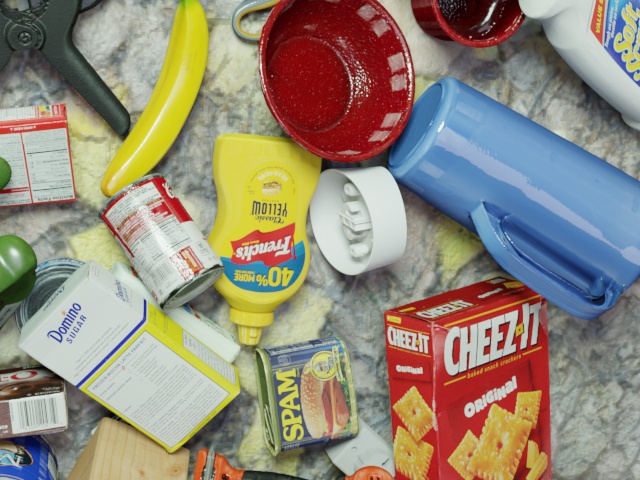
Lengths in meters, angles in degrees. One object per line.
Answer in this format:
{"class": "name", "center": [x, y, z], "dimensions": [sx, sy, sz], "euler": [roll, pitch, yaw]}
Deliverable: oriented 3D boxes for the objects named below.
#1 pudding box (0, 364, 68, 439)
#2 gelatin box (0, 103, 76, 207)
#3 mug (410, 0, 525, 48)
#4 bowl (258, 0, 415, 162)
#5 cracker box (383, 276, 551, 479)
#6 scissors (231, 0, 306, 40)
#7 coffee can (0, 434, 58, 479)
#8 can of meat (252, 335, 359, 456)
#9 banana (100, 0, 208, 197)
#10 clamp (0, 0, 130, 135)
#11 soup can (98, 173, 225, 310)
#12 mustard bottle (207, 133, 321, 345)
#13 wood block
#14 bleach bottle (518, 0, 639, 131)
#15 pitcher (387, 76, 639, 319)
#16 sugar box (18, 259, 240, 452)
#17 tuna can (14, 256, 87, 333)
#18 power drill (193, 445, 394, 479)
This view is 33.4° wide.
{"class": "pudding box", "center": [-0.279, 0.142, 0.934], "dimensions": [0.113, 0.090, 0.039], "euler": [-4, 103, -13]}
{"class": "gelatin box", "center": [-0.250, -0.072, 0.913], "dimensions": [0.073, 0.030, 0.089], "euler": [-7, 133, -12]}
{"class": "mug", "center": [0.120, -0.225, 0.963], "dimensions": [0.117, 0.081, 0.093], "euler": [15, 96, -16]}
{"class": "bowl", "center": [0.004, -0.145, 0.949], "dimensions": [0.161, 0.055, 0.162], "euler": [4, 82, -30]}
{"class": "cracker box", "center": [0.146, 0.157, 1.014], "dimensions": [0.163, 0.072, 0.214], "euler": [-13, 105, -39]}
{"class": "scissors", "center": [0.000, -0.254, 0.964], "dimensions": [0.201, 0.016, 0.096], "euler": [-33, 106, -6]}
{"class": "coffee can", "center": [-0.279, 0.228, 0.923], "dimensions": [0.102, 0.140, 0.103], "euler": [-2, 101, -13]}
{"class": "can of meat", "center": [-0.014, 0.145, 1.013], "dimensions": [0.083, 0.057, 0.102], "euler": [-9, 99, -14]}
{"class": "banana", "center": [-0.139, -0.128, 0.934], "dimensions": [0.069, 0.037, 0.198], "euler": [9, 104, -51]}
{"class": "clamp", "center": [-0.253, -0.168, 0.880], "dimensions": [0.164, 0.036, 0.210], "euler": [-11, 126, -9]}
{"class": "soup can", "center": [-0.138, 0.002, 0.933], "dimensions": [0.068, 0.068, 0.102], "euler": [-35, 81, -5]}
{"class": "mustard bottle", "center": [-0.056, 0.001, 0.976], "dimensions": [0.096, 0.058, 0.192], "euler": [3, 100, -19]}
{"class": "wood block", "center": [-0.176, 0.260, 0.909], "dimensions": [0.090, 0.206, 0.091], "euler": [26, 116, -16]}
{"class": "bleach bottle", "center": [0.252, -0.187, 0.962], "dimensions": [0.250, 0.068, 0.102], "euler": [23, 91, -39]}
{"class": "pitcher", "center": [0.186, -0.040, 0.984], "dimensions": [0.242, 0.149, 0.145], "euler": [29, 92, -13]}
{"class": "sugar box", "center": [-0.165, 0.103, 0.937], "dimensions": [0.093, 0.048, 0.176], "euler": [-43, 112, 12]}
{"class": "tuna can", "center": [-0.231, 0.060, 0.958], "dimensions": [0.086, 0.034, 0.086], "euler": [-2, 101, -13]}
{"class": "power drill", "center": [-0.028, 0.251, 1.000], "dimensions": [0.187, 0.184, 0.057], "euler": [7, 55, -3]}
